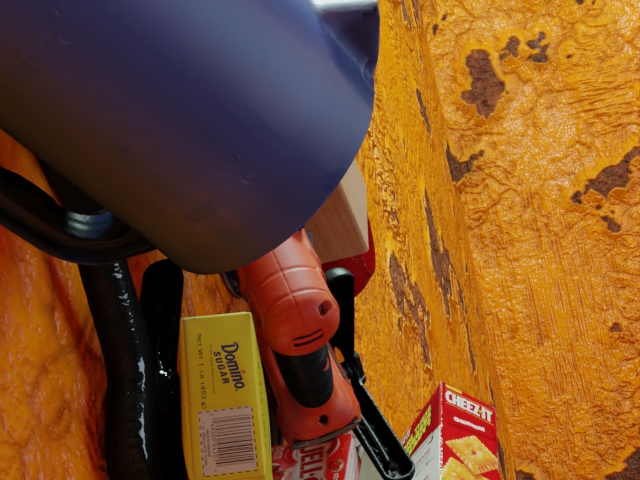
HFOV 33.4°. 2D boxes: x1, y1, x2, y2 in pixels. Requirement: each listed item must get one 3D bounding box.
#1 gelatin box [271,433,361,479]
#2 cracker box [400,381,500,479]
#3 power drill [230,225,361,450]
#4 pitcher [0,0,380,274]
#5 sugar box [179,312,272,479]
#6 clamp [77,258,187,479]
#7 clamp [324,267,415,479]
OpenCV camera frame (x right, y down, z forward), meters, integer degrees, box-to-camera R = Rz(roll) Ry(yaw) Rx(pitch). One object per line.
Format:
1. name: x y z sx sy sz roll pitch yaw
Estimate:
1. gelatin box: -0.012 0.179 0.776 0.089 0.073 0.030 -72 147 -65
2. cracker box: 0.100 0.261 0.984 0.164 0.072 0.213 -60 -172 28
3. power drill: -0.029 0.034 0.690 0.187 0.057 0.184 75 -7 -49
4. pitcher: -0.107 -0.092 0.423 0.242 0.145 0.149 37 71 -35
5. sugar box: -0.051 0.117 0.633 0.176 0.048 0.093 85 -1 -66
6. clamp: -0.100 0.077 0.580 0.120 0.039 0.171 43 37 -65
7. clamp: 0.014 0.098 0.859 0.210 0.036 0.164 -176 -109 -76
